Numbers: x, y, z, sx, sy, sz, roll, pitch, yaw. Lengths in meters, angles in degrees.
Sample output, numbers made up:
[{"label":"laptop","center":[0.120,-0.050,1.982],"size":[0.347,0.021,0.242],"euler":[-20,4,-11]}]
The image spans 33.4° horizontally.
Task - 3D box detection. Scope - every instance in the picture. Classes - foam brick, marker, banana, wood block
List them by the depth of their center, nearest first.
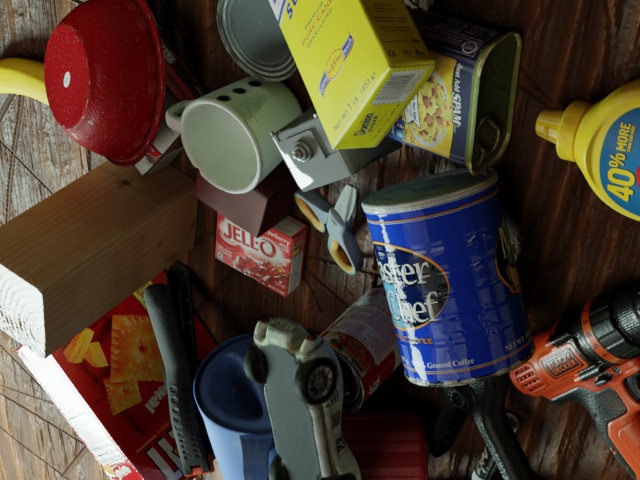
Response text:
[{"label":"foam brick","center":[-0.064,-0.050,0.947],"size":[0.078,0.052,0.051],"euler":[34,136,19]},{"label":"marker","center":[0.153,0.198,0.963],"size":[0.020,0.020,0.121],"euler":[33,136,19]},{"label":"wood block","center":[-0.216,0.005,1.004],"size":[0.091,0.205,0.090],"euler":[31,135,21]},{"label":"banana","center":[-0.278,-0.147,1.075],"size":[0.198,0.037,0.070],"euler":[28,133,23]}]

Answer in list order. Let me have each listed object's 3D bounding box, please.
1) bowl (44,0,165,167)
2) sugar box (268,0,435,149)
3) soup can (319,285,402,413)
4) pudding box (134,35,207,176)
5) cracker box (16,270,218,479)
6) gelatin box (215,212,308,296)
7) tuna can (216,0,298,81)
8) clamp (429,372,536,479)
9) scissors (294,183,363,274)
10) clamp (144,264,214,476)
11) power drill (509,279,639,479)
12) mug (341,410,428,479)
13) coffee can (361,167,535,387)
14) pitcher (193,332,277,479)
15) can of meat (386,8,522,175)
[{"label":"bowl","center":[-0.198,-0.144,0.936],"size":[0.162,0.055,0.162],"euler":[12,105,51]},{"label":"sugar box","center":[0.011,-0.162,0.748],"size":[0.093,0.048,0.176],"euler":[-52,55,48]},{"label":"soup can","center":[0.037,0.092,0.924],"size":[0.069,0.102,0.068],"euler":[23,132,28]},{"label":"pudding box","center":[-0.156,-0.123,0.985],"size":[0.090,0.039,0.114],"euler":[53,136,1]},{"label":"cracker box","center":[-0.182,0.147,1.112],"size":[0.213,0.164,0.072],"euler":[55,141,-5]},{"label":"gelatin box","center":[-0.057,0.001,0.994],"size":[0.089,0.030,0.073],"euler":[29,134,23]},{"label":"tuna can","center":[-0.039,-0.172,0.848],"size":[0.086,0.033,0.086],"euler":[23,132,28]},{"label":"clamp","center":[0.136,0.137,0.901],"size":[0.120,0.039,0.171],"euler":[23,129,42]},{"label":"scissors","center":[0.005,-0.030,0.865],"size":[0.096,0.016,0.202],"euler":[49,169,22]},{"label":"clamp","center":[-0.134,0.125,1.051],"size":[0.036,0.164,0.210],"euler":[-9,102,2]},{"label":"power drill","center":[0.251,0.122,0.793],"size":[0.187,0.057,0.185],"euler":[52,143,2]},{"label":"mug","center":[0.057,0.205,0.971],"size":[0.081,0.117,0.093],"euler":[-2,126,5]},{"label":"coffee can","center":[0.097,0.025,0.803],"size":[0.103,0.102,0.140],"euler":[-4,105,43]},{"label":"pitcher","center":[-0.042,0.222,1.054],"size":[0.145,0.149,0.243],"euler":[31,143,38]},{"label":"can of meat","center":[0.090,-0.109,0.764],"size":[0.084,0.057,0.102],"euler":[24,132,30]}]
